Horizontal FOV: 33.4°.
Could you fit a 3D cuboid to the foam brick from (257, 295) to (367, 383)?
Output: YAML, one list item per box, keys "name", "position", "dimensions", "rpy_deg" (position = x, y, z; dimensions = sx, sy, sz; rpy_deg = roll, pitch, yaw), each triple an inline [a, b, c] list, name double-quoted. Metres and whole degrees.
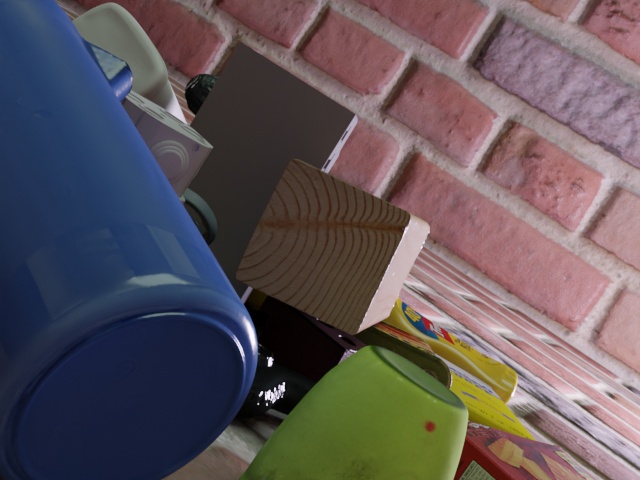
- name: "foam brick"
  position: [-0.010, 0.079, 0.758]
  dimensions: [0.078, 0.051, 0.052]
  rpy_deg: [36, 8, 28]

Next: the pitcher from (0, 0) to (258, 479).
- name: "pitcher"
  position: [-0.135, -0.005, 0.460]
  dimensions: [0.144, 0.149, 0.243]
  rpy_deg: [35, 11, -48]

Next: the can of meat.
- name: "can of meat"
  position: [0.048, 0.097, 0.857]
  dimensions: [0.102, 0.057, 0.084]
  rpy_deg: [26, 5, -5]

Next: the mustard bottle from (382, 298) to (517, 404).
- name: "mustard bottle"
  position: [0.102, 0.106, 1.066]
  dimensions: [0.191, 0.058, 0.096]
  rpy_deg: [32, 9, 4]

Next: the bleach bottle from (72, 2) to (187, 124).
- name: "bleach bottle"
  position: [-0.146, -0.098, 0.941]
  dimensions: [0.103, 0.068, 0.251]
  rpy_deg: [56, -5, 24]

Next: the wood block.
- name: "wood block"
  position: [0.017, 0.005, 0.785]
  dimensions: [0.091, 0.090, 0.206]
  rpy_deg: [26, 3, 9]
